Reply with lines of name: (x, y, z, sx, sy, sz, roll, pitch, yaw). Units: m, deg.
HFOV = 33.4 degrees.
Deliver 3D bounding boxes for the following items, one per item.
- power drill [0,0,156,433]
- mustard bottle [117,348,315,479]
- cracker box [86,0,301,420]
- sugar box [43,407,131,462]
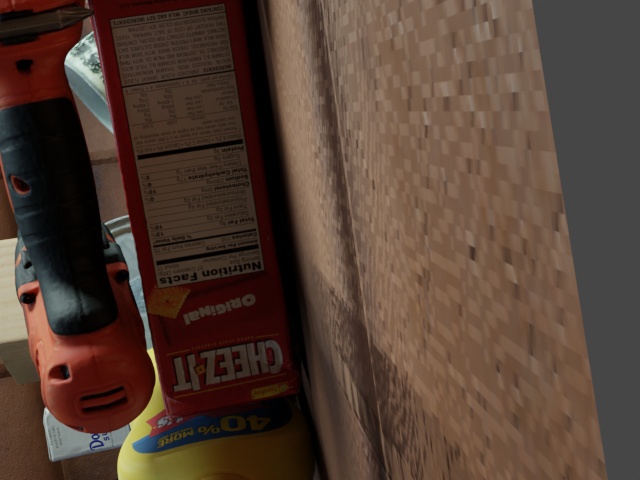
power drill: (-0.118, -0.036, 0.462, 0.185, 0.057, 0.188, -128, 27, -56)
mustard bottle: (-0.053, 0.104, 0.537, 0.192, 0.096, 0.058, -115, 17, -71)
cracker box: (-0.063, -0.044, 0.536, 0.164, 0.072, 0.214, -120, 21, -73)
sugar box: (-0.118, 0.126, 0.826, 0.093, 0.176, 0.048, 160, 101, -85)
